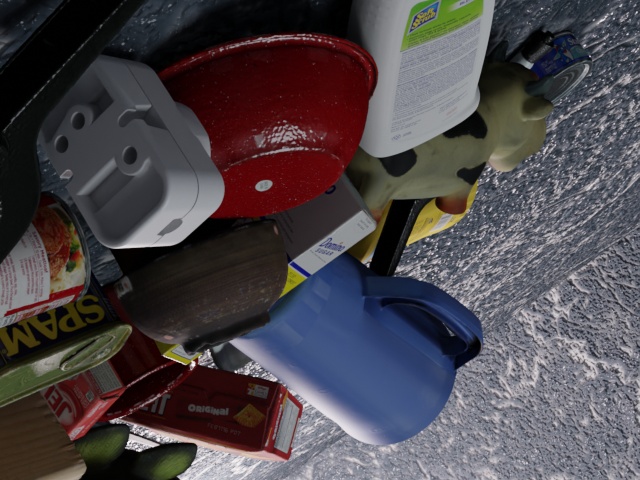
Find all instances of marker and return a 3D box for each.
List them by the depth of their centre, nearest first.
[{"bbox_3d":[0.158,-0.138,0.926,0.020,0.020,0.121,-16,157,-49],"label":"marker"}]

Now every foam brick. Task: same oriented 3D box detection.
[{"bbox_3d":[-0.101,-0.018,0.702,0.078,0.051,0.053,-18,159,-46],"label":"foam brick"}]

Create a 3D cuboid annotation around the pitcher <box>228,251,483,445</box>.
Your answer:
[{"bbox_3d":[0.016,0.069,0.883,0.149,0.145,0.242,-53,139,-3],"label":"pitcher"}]

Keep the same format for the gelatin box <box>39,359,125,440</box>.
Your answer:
[{"bbox_3d":[-0.193,0.098,0.802,0.030,0.089,0.073,-15,157,-50],"label":"gelatin box"}]

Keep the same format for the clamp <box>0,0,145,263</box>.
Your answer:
[{"bbox_3d":[-0.147,-0.046,0.459,0.164,0.036,0.210,-21,141,-43],"label":"clamp"}]

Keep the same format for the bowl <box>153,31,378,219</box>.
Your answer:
[{"bbox_3d":[-0.037,-0.056,0.625,0.162,0.055,0.162,-14,161,-5],"label":"bowl"}]

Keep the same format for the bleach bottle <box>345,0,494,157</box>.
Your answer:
[{"bbox_3d":[0.066,-0.143,0.641,0.102,0.068,0.251,-30,162,-14],"label":"bleach bottle"}]

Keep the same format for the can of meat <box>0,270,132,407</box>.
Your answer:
[{"bbox_3d":[-0.184,0.046,0.668,0.101,0.084,0.058,-22,161,-36],"label":"can of meat"}]

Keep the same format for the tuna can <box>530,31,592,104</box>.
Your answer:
[{"bbox_3d":[0.201,-0.147,0.959,0.086,0.034,0.086,-31,165,-10],"label":"tuna can"}]

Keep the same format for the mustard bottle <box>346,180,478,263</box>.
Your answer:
[{"bbox_3d":[0.059,-0.018,1.021,0.191,0.058,0.096,-23,162,-34],"label":"mustard bottle"}]

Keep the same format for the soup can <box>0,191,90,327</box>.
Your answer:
[{"bbox_3d":[-0.190,0.017,0.596,0.102,0.068,0.069,-20,160,-40],"label":"soup can"}]

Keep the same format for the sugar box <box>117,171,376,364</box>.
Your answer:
[{"bbox_3d":[-0.055,0.001,0.769,0.176,0.093,0.048,-34,154,6],"label":"sugar box"}]

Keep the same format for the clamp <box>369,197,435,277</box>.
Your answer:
[{"bbox_3d":[0.078,-0.044,0.927,0.171,0.039,0.120,-41,142,-10],"label":"clamp"}]

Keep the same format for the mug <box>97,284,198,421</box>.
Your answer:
[{"bbox_3d":[-0.149,0.083,0.861,0.117,0.081,0.093,-20,160,-41],"label":"mug"}]

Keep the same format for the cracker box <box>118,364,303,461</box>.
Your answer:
[{"bbox_3d":[-0.112,0.165,1.047,0.213,0.164,0.072,71,32,-75],"label":"cracker box"}]
